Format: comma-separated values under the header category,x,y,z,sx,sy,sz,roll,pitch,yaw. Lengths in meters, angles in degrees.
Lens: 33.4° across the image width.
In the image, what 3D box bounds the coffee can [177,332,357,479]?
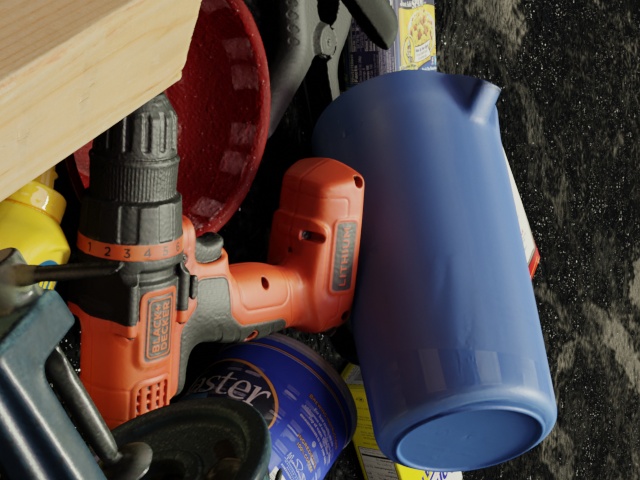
category,x,y,z,sx,sy,sz,roll,pitch,yaw
coffee can,-0.054,0.136,0.643,0.140,0.103,0.103,-50,131,-44

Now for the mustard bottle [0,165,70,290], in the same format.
category,x,y,z,sx,sy,sz,roll,pitch,yaw
mustard bottle,-0.159,0.045,0.497,0.096,0.058,0.191,115,-12,-71

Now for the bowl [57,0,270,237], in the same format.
category,x,y,z,sx,sy,sz,roll,pitch,yaw
bowl,-0.099,-0.075,0.598,0.161,0.055,0.162,-20,115,-51

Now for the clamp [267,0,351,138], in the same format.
category,x,y,z,sx,sy,sz,roll,pitch,yaw
clamp,-0.014,-0.136,0.754,0.120,0.039,0.171,-8,99,-64

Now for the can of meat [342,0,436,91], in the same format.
category,x,y,z,sx,sy,sz,roll,pitch,yaw
can of meat,0.055,-0.161,0.837,0.101,0.058,0.084,-25,113,-61

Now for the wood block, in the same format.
category,x,y,z,sx,sy,sz,roll,pitch,yaw
wood block,-0.153,-0.066,0.421,0.205,0.091,0.090,-41,170,-31

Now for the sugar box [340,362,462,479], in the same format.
category,x,y,z,sx,sy,sz,roll,pitch,yaw
sugar box,0.069,0.162,0.887,0.093,0.048,0.176,-49,129,-45

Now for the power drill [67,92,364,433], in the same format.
category,x,y,z,sx,sy,sz,roll,pitch,yaw
power drill,-0.054,0.001,0.584,0.187,0.057,0.184,-13,117,-48

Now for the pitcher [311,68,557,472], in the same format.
category,x,y,z,sx,sy,sz,roll,pitch,yaw
pitcher,0.066,0.024,0.694,0.149,0.145,0.243,80,2,-56
